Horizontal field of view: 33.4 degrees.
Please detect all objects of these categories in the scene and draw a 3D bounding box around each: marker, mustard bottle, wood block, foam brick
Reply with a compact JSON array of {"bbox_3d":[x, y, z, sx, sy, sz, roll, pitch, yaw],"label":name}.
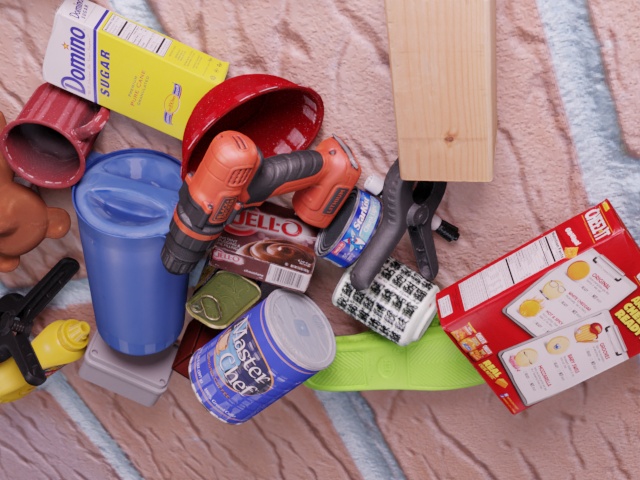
[{"bbox_3d":[0.101,-0.034,1.152,0.121,0.020,0.020,31,133,-15],"label":"marker"},{"bbox_3d":[-0.363,0.152,1.407,0.192,0.096,0.058,-33,83,36],"label":"mustard bottle"},{"bbox_3d":[0.114,-0.160,0.976,0.091,0.090,0.206,2,133,12],"label":"wood block"},{"bbox_3d":[-0.144,0.135,1.342,0.051,0.078,0.053,34,135,-19],"label":"foam brick"}]

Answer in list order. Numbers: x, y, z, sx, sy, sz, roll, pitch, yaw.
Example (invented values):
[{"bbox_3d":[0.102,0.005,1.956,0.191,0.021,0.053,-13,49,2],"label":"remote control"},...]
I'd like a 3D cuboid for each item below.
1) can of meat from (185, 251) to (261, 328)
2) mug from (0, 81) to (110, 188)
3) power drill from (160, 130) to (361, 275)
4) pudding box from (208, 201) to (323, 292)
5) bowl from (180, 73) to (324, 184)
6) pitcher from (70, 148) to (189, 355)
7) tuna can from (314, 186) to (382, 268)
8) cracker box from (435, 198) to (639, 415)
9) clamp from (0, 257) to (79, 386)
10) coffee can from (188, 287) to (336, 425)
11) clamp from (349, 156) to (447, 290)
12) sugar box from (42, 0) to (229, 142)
[{"bbox_3d":[-0.103,0.040,1.234,0.057,0.084,0.102,33,133,-17],"label":"can of meat"},{"bbox_3d":[-0.271,-0.119,1.126,0.117,0.081,0.093,-17,127,29],"label":"mug"},{"bbox_3d":[-0.061,-0.039,1.084,0.187,0.057,0.185,-11,148,-40],"label":"power drill"},{"bbox_3d":[-0.058,0.002,1.180,0.113,0.090,0.039,18,137,-4],"label":"pudding box"},{"bbox_3d":[-0.078,-0.114,1.064,0.162,0.055,0.162,-27,155,-14],"label":"bowl"},{"bbox_3d":[-0.216,0.016,1.224,0.145,0.149,0.243,1,139,-7],"label":"pitcher"},{"bbox_3d":[0.030,-0.014,1.144,0.033,0.086,0.086,29,134,-15],"label":"tuna can"},{"bbox_3d":[0.255,0.075,1.145,0.214,0.072,0.164,-31,122,17],"label":"cracker box"},{"bbox_3d":[-0.386,0.117,1.354,0.210,0.164,0.036,-19,143,41],"label":"clamp"},{"bbox_3d":[-0.066,0.132,1.208,0.102,0.102,0.140,39,123,-22],"label":"coffee can"},{"bbox_3d":[0.084,-0.024,1.099,0.039,0.120,0.171,23,120,40],"label":"clamp"},{"bbox_3d":[-0.188,-0.170,1.079,0.176,0.048,0.093,21,135,-7],"label":"sugar box"}]
